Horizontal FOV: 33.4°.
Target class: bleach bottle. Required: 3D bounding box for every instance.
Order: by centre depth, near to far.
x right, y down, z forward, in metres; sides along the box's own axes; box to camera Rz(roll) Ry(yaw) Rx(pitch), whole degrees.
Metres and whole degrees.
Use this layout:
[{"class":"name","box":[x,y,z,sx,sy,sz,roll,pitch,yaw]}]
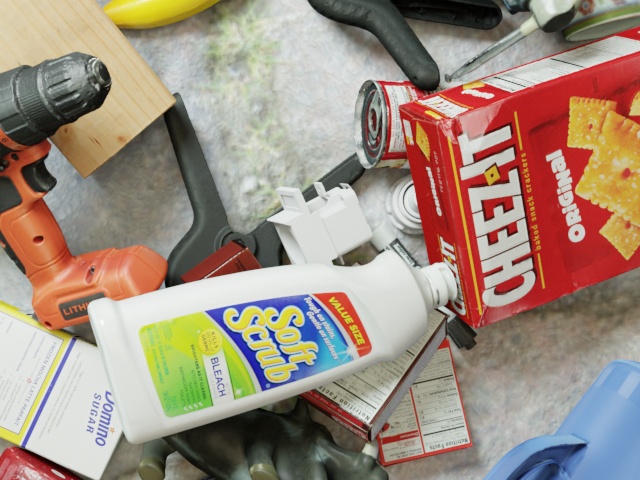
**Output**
[{"class":"bleach bottle","box":[-0.025,0.056,0.740,0.250,0.068,0.102,-17,99,-14]}]

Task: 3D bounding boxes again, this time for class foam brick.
[{"class":"foam brick","box":[-0.058,0.046,0.790,0.053,0.051,0.078,-36,103,-9]}]

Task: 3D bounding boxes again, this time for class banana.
[{"class":"banana","box":[-0.084,-0.226,0.849,0.070,0.037,0.197,41,83,25]}]

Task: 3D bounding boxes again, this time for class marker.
[{"class":"marker","box":[0.082,0.038,0.847,0.020,0.020,0.121,-40,89,-4]}]

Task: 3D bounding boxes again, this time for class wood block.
[{"class":"wood block","box":[-0.209,-0.157,0.774,0.090,0.091,0.206,-41,111,-5]}]

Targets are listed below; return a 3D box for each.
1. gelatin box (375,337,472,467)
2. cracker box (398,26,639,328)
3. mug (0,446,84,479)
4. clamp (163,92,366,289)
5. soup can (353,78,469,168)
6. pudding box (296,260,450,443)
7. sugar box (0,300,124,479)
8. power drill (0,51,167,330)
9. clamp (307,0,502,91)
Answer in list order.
[{"class":"gelatin box","box":[0.072,0.126,0.836,0.073,0.030,0.089,-12,86,-5]},{"class":"cracker box","box":[0.180,-0.049,0.788,0.213,0.072,0.164,-20,112,-14]},{"class":"mug","box":[-0.220,0.202,0.779,0.093,0.117,0.081,25,80,22]},{"class":"clamp","box":[-0.055,0.001,0.834,0.164,0.036,0.210,9,89,-9]},{"class":"soup can","box":[0.084,-0.089,0.820,0.102,0.069,0.068,-2,87,-16]},{"class":"pudding box","box":[0.031,0.082,0.804,0.090,0.039,0.113,31,67,18]},{"class":"sugar box","box":[-0.227,0.105,0.817,0.176,0.048,0.093,26,85,-4]},{"class":"power drill","box":[-0.186,-0.032,0.748,0.185,0.057,0.187,-15,119,27]},{"class":"clamp","box":[0.056,-0.189,0.835,0.171,0.039,0.120,40,47,18]}]
